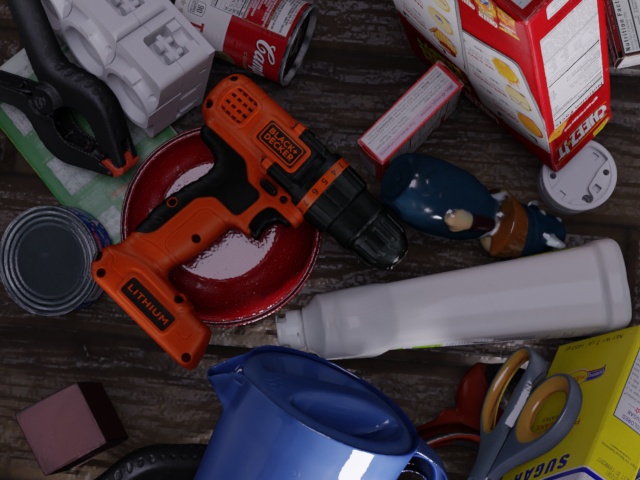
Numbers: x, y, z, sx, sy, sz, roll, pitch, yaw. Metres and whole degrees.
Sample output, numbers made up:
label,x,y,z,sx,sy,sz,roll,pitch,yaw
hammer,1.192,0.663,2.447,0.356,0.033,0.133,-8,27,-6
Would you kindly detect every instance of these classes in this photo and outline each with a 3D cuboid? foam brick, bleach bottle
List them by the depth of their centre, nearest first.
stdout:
label,x,y,z,sx,sy,sz,roll,pitch,yaw
bleach bottle,0.092,0.051,0.791,0.251,0.102,0.068,-8,81,2
foam brick,-0.186,0.141,0.808,0.053,0.078,0.051,-28,82,-1

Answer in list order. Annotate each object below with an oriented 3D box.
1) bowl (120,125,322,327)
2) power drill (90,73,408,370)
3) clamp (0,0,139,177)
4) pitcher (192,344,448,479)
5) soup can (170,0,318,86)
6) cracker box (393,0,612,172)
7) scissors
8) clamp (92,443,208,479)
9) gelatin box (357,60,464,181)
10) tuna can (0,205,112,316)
label,x,y,z,sx,sy,sz,roll,pitch,yaw
bowl,-0.077,-0.013,0.822,0.162,0.055,0.162,0,87,-3
power drill,-0.055,0.001,0.766,0.184,0.057,0.187,43,83,4
clamp,-0.216,-0.112,0.829,0.120,0.039,0.171,-30,99,42
pitcher,-0.031,0.210,0.747,0.149,0.144,0.243,36,107,36
soup can,-0.062,-0.173,0.841,0.102,0.068,0.068,24,85,6
cracker box,0.119,-0.161,0.737,0.072,0.213,0.164,-43,63,-2
scissors,0.119,0.164,0.717,0.016,0.096,0.201,31,70,-23
clamp,-0.155,0.213,0.798,0.209,0.164,0.036,-16,38,-15
gelatin box,0.068,-0.091,0.822,0.030,0.073,0.089,44,88,7
tuna can,-0.206,0.015,0.836,0.086,0.033,0.086,1,93,14
